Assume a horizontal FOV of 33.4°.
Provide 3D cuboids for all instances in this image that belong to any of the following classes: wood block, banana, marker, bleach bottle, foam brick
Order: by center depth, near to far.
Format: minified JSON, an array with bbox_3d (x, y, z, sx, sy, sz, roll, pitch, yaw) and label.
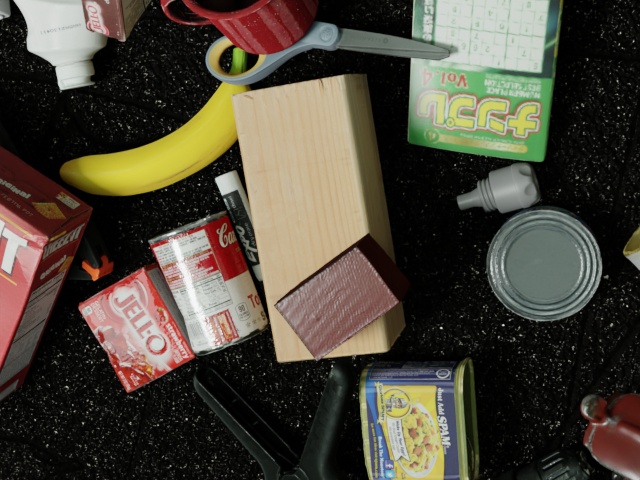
[{"bbox_3d":[0.017,0.039,0.760,0.078,0.053,0.051,-36,90,16],"label":"foam brick"},{"bbox_3d":[0.001,-0.020,0.829,0.091,0.090,0.206,-7,97,14],"label":"wood block"},{"bbox_3d":[-0.232,-0.247,0.865,0.103,0.068,0.251,-8,99,15],"label":"bleach bottle"},{"bbox_3d":[-0.127,-0.079,0.882,0.198,0.037,0.070,-30,62,14],"label":"banana"},{"bbox_3d":[-0.056,0.001,0.883,0.020,0.020,0.121,-21,94,17],"label":"marker"}]

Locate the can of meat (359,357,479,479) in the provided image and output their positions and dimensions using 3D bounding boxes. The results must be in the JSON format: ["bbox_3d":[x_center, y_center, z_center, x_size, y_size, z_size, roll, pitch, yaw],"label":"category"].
[{"bbox_3d":[0.080,0.146,0.854,0.084,0.057,0.102,-3,98,17],"label":"can of meat"}]

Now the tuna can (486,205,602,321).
[{"bbox_3d":[0.172,0.017,0.819,0.086,0.033,0.086,3,100,14],"label":"tuna can"}]

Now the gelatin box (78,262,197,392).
[{"bbox_3d":[-0.154,0.075,0.915,0.073,0.030,0.089,-29,92,17],"label":"gelatin box"}]

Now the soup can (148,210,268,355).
[{"bbox_3d":[-0.091,0.035,0.873,0.069,0.068,0.102,-20,95,17],"label":"soup can"}]

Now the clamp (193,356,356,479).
[{"bbox_3d":[-0.009,0.187,0.876,0.165,0.036,0.210,-17,98,40],"label":"clamp"}]

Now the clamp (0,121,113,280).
[{"bbox_3d":[-0.250,-0.029,0.916,0.171,0.039,0.120,25,118,9],"label":"clamp"}]

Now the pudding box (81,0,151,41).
[{"bbox_3d":[-0.148,-0.222,0.807,0.039,0.090,0.113,20,147,7],"label":"pudding box"}]

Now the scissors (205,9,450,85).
[{"bbox_3d":[-0.008,-0.142,0.820,0.202,0.016,0.096,29,92,22],"label":"scissors"}]

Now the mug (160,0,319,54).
[{"bbox_3d":[-0.061,-0.186,0.793,0.117,0.081,0.093,-17,71,14],"label":"mug"}]

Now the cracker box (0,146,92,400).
[{"bbox_3d":[-0.305,0.021,0.896,0.164,0.072,0.214,33,122,6],"label":"cracker box"}]
